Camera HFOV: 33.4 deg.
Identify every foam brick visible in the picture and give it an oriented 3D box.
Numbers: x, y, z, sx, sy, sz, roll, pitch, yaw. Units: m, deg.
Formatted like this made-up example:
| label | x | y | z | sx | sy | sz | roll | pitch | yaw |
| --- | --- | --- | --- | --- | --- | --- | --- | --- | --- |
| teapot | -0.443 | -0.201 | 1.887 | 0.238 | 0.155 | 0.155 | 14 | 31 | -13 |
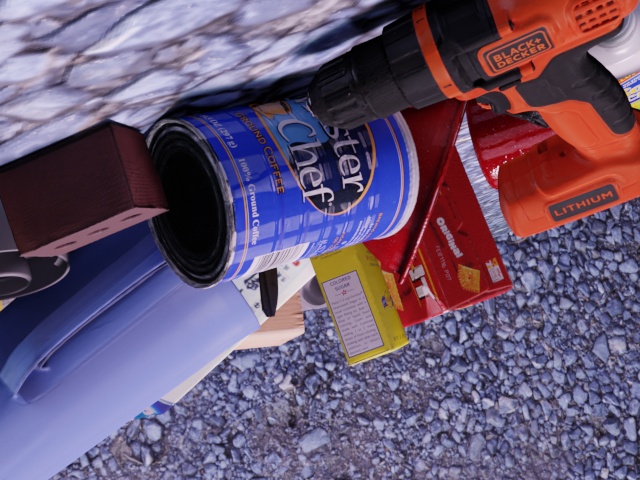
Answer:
| label | x | y | z | sx | sy | sz | roll | pitch | yaw |
| --- | --- | --- | --- | --- | --- | --- | --- | --- | --- |
| foam brick | -0.136 | -0.028 | 0.614 | 0.078 | 0.051 | 0.053 | -22 | 174 | 13 |

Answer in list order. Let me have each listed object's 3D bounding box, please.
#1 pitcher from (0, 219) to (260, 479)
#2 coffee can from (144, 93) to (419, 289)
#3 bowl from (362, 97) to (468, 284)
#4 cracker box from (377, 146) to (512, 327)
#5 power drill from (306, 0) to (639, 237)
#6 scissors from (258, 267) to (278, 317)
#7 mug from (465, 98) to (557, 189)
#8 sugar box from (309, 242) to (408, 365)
| label | x | y | z | sx | sy | sz | roll | pitch | yaw |
| --- | --- | --- | --- | --- | --- | --- | --- | --- | --- |
| pitcher | -0.173 | 0.079 | 0.756 | 0.242 | 0.149 | 0.145 | -39 | -143 | -11 |
| coffee can | -0.025 | -0.036 | 0.659 | 0.140 | 0.103 | 0.103 | -16 | 173 | -34 |
| bowl | 0.059 | -0.053 | 0.756 | 0.055 | 0.162 | 0.162 | 19 | 175 | 3 |
| cracker box | 0.076 | -0.006 | 0.978 | 0.072 | 0.164 | 0.214 | -20 | 175 | -17 |
| power drill | 0.108 | -0.074 | 0.613 | 0.185 | 0.057 | 0.187 | -20 | 144 | 21 |
| scissors | -0.055 | 0.001 | 0.819 | 0.016 | 0.096 | 0.201 | -54 | -179 | 16 |
| mug | 0.176 | -0.082 | 0.893 | 0.082 | 0.117 | 0.093 | -17 | -151 | 18 |
| sugar box | 0.020 | 0.012 | 0.892 | 0.048 | 0.176 | 0.093 | -19 | 175 | 11 |
